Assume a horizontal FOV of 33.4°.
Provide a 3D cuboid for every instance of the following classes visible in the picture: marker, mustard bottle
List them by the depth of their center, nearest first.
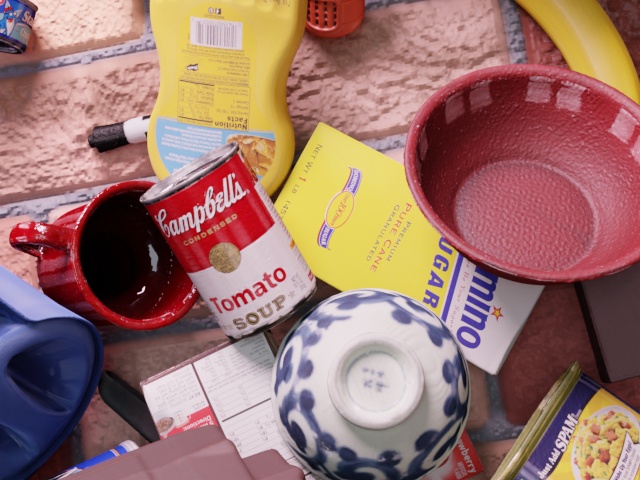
[{"bbox_3d":[-0.063,-0.077,0.690,0.096,0.058,0.192,8,110,9],"label":"mustard bottle"},{"bbox_3d":[-0.103,-0.082,0.737,0.121,0.020,0.020,-12,83,8],"label":"marker"}]

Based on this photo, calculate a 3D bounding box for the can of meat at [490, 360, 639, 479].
[{"bbox_3d":[0.155,0.135,0.624,0.084,0.057,0.102,35,56,11],"label":"can of meat"}]

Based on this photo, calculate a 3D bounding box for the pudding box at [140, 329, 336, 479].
[{"bbox_3d":[-0.050,0.121,0.664,0.090,0.039,0.113,-25,80,-2],"label":"pudding box"}]

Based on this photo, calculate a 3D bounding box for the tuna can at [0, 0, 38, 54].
[{"bbox_3d":[-0.240,-0.156,0.732,0.086,0.086,0.034,15,88,10],"label":"tuna can"}]

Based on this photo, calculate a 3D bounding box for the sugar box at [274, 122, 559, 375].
[{"bbox_3d":[0.056,0.005,0.690,0.176,0.048,0.093,28,90,11],"label":"sugar box"}]

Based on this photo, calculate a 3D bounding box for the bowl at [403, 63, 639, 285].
[{"bbox_3d":[0.127,-0.030,0.638,0.162,0.055,0.162,1,55,-1],"label":"bowl"}]

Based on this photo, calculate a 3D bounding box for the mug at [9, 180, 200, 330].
[{"bbox_3d":[-0.141,0.011,0.680,0.117,0.082,0.093,14,76,-33],"label":"mug"}]

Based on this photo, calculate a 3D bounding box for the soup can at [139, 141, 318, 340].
[{"bbox_3d":[-0.054,0.001,0.648,0.068,0.068,0.102,-29,104,5],"label":"soup can"}]

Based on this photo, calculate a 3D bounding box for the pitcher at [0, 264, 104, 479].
[{"bbox_3d":[-0.267,0.055,0.688,0.243,0.144,0.149,32,96,24],"label":"pitcher"}]
